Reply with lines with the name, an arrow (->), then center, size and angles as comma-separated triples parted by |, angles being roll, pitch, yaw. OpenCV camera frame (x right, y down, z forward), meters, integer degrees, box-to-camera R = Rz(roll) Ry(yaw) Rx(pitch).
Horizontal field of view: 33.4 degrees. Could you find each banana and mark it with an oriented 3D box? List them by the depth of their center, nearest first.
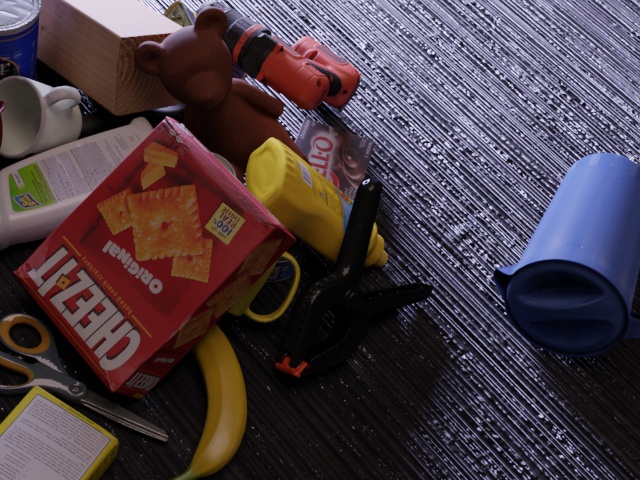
banana -> -0.104, 0.141, 1.007 | 0.069, 0.037, 0.198 | 8, 49, -14

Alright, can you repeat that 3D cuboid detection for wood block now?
wood block -> -0.247, -0.226, 1.193 | 0.090, 0.090, 0.206 | -17, 40, -41

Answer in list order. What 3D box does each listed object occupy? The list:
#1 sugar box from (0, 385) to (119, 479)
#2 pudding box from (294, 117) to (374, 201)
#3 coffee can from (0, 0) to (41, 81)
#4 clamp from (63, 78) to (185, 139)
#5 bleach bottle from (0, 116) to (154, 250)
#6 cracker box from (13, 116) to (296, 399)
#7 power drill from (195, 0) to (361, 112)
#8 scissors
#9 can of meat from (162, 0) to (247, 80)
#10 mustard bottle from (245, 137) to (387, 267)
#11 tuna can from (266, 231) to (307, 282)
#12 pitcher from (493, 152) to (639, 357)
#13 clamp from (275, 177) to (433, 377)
sugar box -> -0.256, 0.214, 0.890 | 0.093, 0.048, 0.176 | 30, 52, 8
pudding box -> 0.006, -0.081, 1.232 | 0.090, 0.039, 0.113 | 20, 48, -1
coffee can -> -0.357, -0.205, 1.150 | 0.102, 0.140, 0.103 | 9, 49, -11
clamp -> -0.217, -0.167, 1.234 | 0.171, 0.039, 0.120 | -7, 54, -25
bleach bottle -> -0.280, -0.052, 1.099 | 0.250, 0.068, 0.103 | -18, 57, -27
cracker box -> -0.156, 0.015, 0.998 | 0.214, 0.072, 0.164 | -45, 69, 1
power drill -> -0.042, -0.214, 1.260 | 0.184, 0.057, 0.187 | 40, 18, 16
scissors -> -0.230, 0.123, 0.995 | 0.201, 0.016, 0.096 | 15, 48, -6
can of meat -> -0.141, -0.226, 1.270 | 0.083, 0.057, 0.102 | 23, 29, -42
mustard bottle -> 0.006, -0.024, 1.126 | 0.191, 0.058, 0.096 | 36, 26, -35
tuna can -> -0.058, 0.001, 1.144 | 0.086, 0.034, 0.086 | 9, 49, -11
pitcher -> 0.310, 0.010, 1.197 | 0.149, 0.145, 0.242 | 51, 43, -16
clamp -> 0.026, 0.049, 1.076 | 0.036, 0.164, 0.209 | 12, 44, 46
